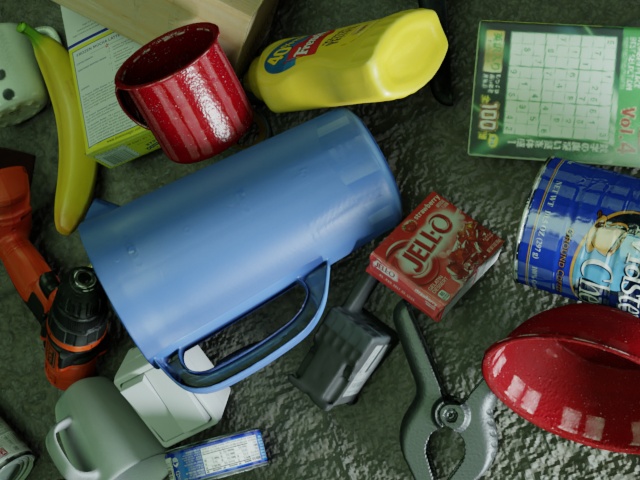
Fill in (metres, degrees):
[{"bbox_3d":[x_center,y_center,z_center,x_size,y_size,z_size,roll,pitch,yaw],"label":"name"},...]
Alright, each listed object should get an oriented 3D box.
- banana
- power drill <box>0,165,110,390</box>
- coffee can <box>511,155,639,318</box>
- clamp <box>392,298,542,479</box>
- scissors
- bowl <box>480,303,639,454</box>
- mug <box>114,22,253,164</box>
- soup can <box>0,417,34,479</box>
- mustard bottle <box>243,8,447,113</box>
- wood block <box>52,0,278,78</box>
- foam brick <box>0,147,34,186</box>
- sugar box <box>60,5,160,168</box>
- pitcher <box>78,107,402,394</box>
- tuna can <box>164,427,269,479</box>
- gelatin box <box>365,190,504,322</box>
[{"bbox_3d":[-0.240,-0.105,1.001,0.037,0.069,0.198,-10,93,44],"label":"banana"},{"bbox_3d":[-0.251,0.027,0.959,0.188,0.057,0.185,56,148,20],"label":"power drill"},{"bbox_3d":[0.225,0.003,0.788,0.140,0.102,0.103,17,94,22],"label":"coffee can"},{"bbox_3d":[0.099,0.130,0.865,0.120,0.039,0.171,19,94,19],"label":"clamp"},{"bbox_3d":[-0.121,-0.121,0.980,0.202,0.016,0.096,-5,85,22],"label":"scissors"},{"bbox_3d":[0.203,0.094,0.786,0.162,0.162,0.055,14,59,22],"label":"bowl"},{"bbox_3d":[-0.115,-0.115,0.863,0.117,0.093,0.081,-6,128,31],"label":"mug"},{"bbox_3d":[-0.331,0.194,1.020,0.102,0.068,0.068,41,102,18],"label":"soup can"},{"bbox_3d":[0.004,-0.140,0.869,0.192,0.096,0.058,-1,124,47],"label":"mustard bottle"},{"bbox_3d":[-0.142,-0.228,0.906,0.206,0.090,0.090,27,142,1],"label":"wood block"},{"bbox_3d":[-0.321,-0.066,1.025,0.051,0.078,0.053,11,89,22],"label":"foam brick"},{"bbox_3d":[-0.180,-0.164,0.978,0.093,0.048,0.176,-20,67,19],"label":"sugar box"},{"bbox_3d":[-0.056,0.001,0.858,0.242,0.145,0.149,-28,116,-4],"label":"pitcher"},{"bbox_3d":[-0.089,0.187,0.914,0.086,0.086,0.034,-19,79,20],"label":"tuna can"},{"bbox_3d":[0.092,0.012,0.852,0.073,0.030,0.089,37,57,17],"label":"gelatin box"}]
